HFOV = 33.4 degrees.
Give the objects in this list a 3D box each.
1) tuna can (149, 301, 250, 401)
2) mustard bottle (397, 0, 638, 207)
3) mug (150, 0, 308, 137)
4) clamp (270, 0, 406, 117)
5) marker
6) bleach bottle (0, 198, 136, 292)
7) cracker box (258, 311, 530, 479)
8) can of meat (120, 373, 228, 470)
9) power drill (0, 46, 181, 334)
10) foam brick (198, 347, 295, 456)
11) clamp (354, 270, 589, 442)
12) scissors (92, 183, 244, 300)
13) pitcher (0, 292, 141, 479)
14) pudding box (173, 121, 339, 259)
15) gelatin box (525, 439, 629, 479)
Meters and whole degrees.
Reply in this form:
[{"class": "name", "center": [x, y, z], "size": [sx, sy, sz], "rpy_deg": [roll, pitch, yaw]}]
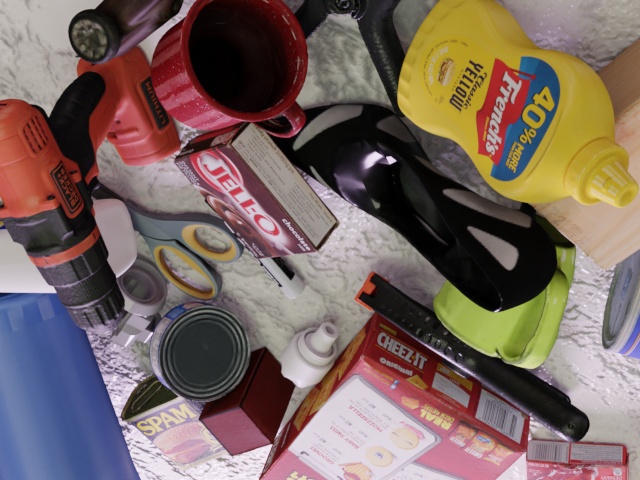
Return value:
[{"class": "tuna can", "center": [-0.107, 0.098, 0.946], "size": [0.086, 0.086, 0.034], "rpy_deg": [51, 163, -21]}, {"class": "mustard bottle", "center": [0.130, -0.079, 0.681], "size": [0.058, 0.192, 0.096], "rpy_deg": [4, 121, -41]}, {"class": "mug", "center": [-0.059, -0.115, 0.744], "size": [0.117, 0.093, 0.082], "rpy_deg": [40, 159, -20]}, {"class": "clamp", "center": [0.029, -0.163, 0.738], "size": [0.120, 0.039, 0.172], "rpy_deg": [20, 134, 0]}, {"class": "marker", "center": [-0.056, 0.001, 0.899], "size": [0.020, 0.020, 0.121], "rpy_deg": [-26, 114, 31]}, {"class": "bleach bottle", "center": [-0.287, 0.012, 0.920], "size": [0.251, 0.102, 0.068], "rpy_deg": [-4, 105, 27]}, {"class": "cracker box", "center": [0.063, 0.183, 0.964], "size": [0.164, 0.072, 0.214], "rpy_deg": [30, 129, -5]}, {"class": "can of meat", "center": [-0.125, 0.167, 1.021], "size": [0.102, 0.057, 0.084], "rpy_deg": [-26, 117, 32]}, {"class": "power drill", "center": [-0.166, -0.049, 0.790], "size": [0.057, 0.187, 0.184], "rpy_deg": [-7, 121, 20]}, {"class": "foam brick", "center": [-0.066, 0.147, 0.974], "size": [0.053, 0.078, 0.051], "rpy_deg": [-24, 116, 33]}, {"class": "clamp", "center": [0.124, 0.094, 0.870], "size": [0.210, 0.164, 0.036], "rpy_deg": [33, 91, 15]}, {"class": "scissors", "center": [-0.145, -0.028, 0.908], "size": [0.096, 0.016, 0.201], "rpy_deg": [-30, 112, 31]}, {"class": "pitcher", "center": [-0.262, 0.147, 0.994], "size": [0.149, 0.144, 0.243], "rpy_deg": [-3, 110, 25]}, {"class": "pudding box", "center": [-0.051, -0.038, 0.835], "size": [0.113, 0.039, 0.090], "rpy_deg": [48, 153, -21]}, {"class": "gelatin box", "center": [0.232, 0.217, 0.962], "size": [0.089, 0.030, 0.073], "rpy_deg": [0, 126, 17]}]
